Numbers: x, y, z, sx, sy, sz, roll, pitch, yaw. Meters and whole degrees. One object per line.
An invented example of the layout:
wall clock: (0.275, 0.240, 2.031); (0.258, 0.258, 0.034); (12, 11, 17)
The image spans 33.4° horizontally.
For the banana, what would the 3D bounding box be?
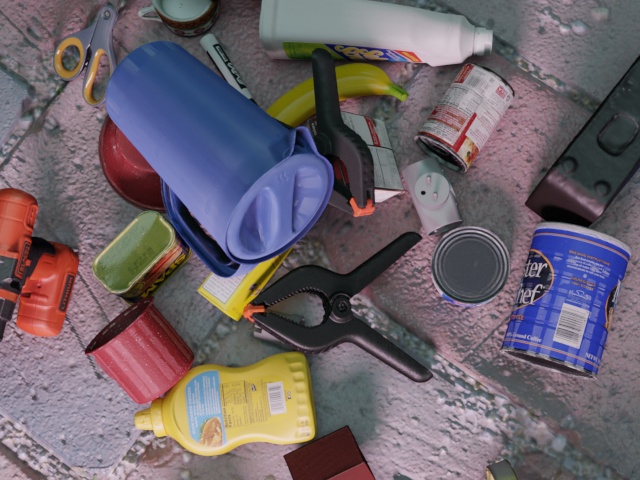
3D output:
banana: (-0.005, -0.152, 1.197); (0.198, 0.037, 0.070); (-23, 54, 4)

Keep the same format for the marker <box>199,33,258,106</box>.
marker: (-0.101, -0.185, 1.227); (0.020, 0.020, 0.121); (-32, 79, -2)

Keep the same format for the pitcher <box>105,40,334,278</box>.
pitcher: (-0.115, -0.088, 1.081); (0.149, 0.145, 0.243); (-41, 60, -9)

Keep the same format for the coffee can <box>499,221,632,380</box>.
coffee can: (0.255, 0.063, 1.110); (0.103, 0.103, 0.140); (17, 81, 7)

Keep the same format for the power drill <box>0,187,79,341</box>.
power drill: (-0.315, 0.053, 1.115); (0.057, 0.187, 0.184); (12, 79, 5)

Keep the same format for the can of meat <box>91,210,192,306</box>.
can of meat: (-0.194, 0.019, 1.163); (0.057, 0.084, 0.102); (43, 85, 11)

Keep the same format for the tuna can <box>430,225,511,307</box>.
tuna can: (0.162, 0.029, 1.159); (0.086, 0.034, 0.086); (-1, 79, 4)

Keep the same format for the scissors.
scissors: (-0.256, -0.254, 1.211); (0.096, 0.016, 0.202); (19, 110, 21)

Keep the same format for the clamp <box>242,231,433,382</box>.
clamp: (0.025, 0.082, 1.136); (0.209, 0.036, 0.164); (-7, 80, -16)

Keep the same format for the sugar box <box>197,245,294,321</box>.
sugar box: (-0.057, 0.002, 1.151); (0.048, 0.093, 0.176); (38, 85, 9)

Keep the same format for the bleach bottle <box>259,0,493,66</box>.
bleach bottle: (0.064, -0.231, 1.179); (0.251, 0.102, 0.068); (5, 83, 6)

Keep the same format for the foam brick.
foam brick: (0.010, 0.239, 1.113); (0.078, 0.053, 0.051); (-25, 47, -1)

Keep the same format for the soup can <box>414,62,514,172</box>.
soup can: (0.159, -0.135, 1.172); (0.068, 0.068, 0.102); (33, 83, 9)

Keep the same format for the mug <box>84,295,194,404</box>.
mug: (-0.197, 0.123, 1.142); (0.117, 0.093, 0.081); (-28, 107, 38)

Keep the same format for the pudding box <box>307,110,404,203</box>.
pudding box: (0.039, -0.089, 1.151); (0.039, 0.113, 0.090); (-22, 77, 33)

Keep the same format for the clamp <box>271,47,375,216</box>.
clamp: (0.008, -0.105, 1.077); (0.171, 0.039, 0.120); (50, 129, 16)

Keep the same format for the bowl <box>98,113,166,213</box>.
bowl: (-0.178, -0.115, 1.202); (0.162, 0.055, 0.162); (-1, 79, 5)

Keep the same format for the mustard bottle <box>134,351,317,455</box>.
mustard bottle: (-0.103, 0.179, 1.139); (0.191, 0.058, 0.096); (-9, 78, 3)
